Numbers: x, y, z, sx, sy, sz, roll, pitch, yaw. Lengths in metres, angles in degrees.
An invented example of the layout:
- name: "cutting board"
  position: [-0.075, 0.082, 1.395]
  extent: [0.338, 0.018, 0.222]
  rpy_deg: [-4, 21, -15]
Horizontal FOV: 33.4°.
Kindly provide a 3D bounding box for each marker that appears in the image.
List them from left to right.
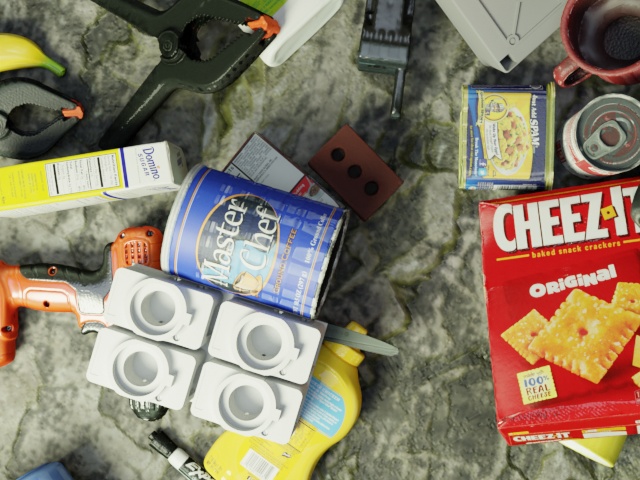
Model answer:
- name: "marker"
  position: [-0.117, 0.224, 1.018]
  extent: [0.121, 0.020, 0.020]
  rpy_deg: [41, 92, 3]

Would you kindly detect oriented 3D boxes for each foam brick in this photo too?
- name: "foam brick"
  position: [0.033, -0.063, 0.996]
  extent: [0.053, 0.051, 0.078]
  rpy_deg: [-45, 87, 1]

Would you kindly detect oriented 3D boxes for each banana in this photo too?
- name: "banana"
  position: [-0.348, -0.149, 1.026]
  extent: [0.198, 0.037, 0.069]
  rpy_deg: [-26, 88, 3]

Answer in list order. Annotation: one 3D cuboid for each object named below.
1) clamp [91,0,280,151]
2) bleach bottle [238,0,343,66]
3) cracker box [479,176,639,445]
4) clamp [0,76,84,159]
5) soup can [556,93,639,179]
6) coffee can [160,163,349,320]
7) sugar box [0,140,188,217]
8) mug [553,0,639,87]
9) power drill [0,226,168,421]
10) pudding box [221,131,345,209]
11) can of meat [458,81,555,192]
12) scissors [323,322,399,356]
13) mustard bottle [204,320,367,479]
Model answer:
- name: "clamp"
  position: [-0.134, -0.167, 0.986]
  extent: [0.210, 0.036, 0.164]
  rpy_deg: [-1, 93, 26]
- name: "bleach bottle"
  position: [-0.095, -0.288, 1.002]
  extent: [0.102, 0.068, 0.251]
  rpy_deg: [-43, 85, 3]
- name: "cracker box"
  position: [0.228, 0.059, 0.920]
  extent: [0.164, 0.072, 0.213]
  rpy_deg: [-8, 65, 16]
- name: "clamp"
  position: [-0.314, -0.120, 1.008]
  extent: [0.171, 0.039, 0.120]
  rpy_deg: [-19, 117, -7]
- name: "soup can"
  position: [0.253, -0.091, 0.959]
  extent: [0.068, 0.102, 0.068]
  rpy_deg: [0, 89, 3]
- name: "coffee can"
  position: [-0.056, 0.001, 0.937]
  extent: [0.140, 0.103, 0.103]
  rpy_deg: [17, 90, 6]
- name: "sugar box"
  position: [-0.216, -0.056, 0.990]
  extent: [0.176, 0.093, 0.048]
  rpy_deg: [-11, 89, 2]
- name: "mug"
  position: [0.260, -0.177, 0.950]
  extent: [0.117, 0.081, 0.093]
  rpy_deg: [-41, 71, 18]
- name: "power drill"
  position: [-0.232, 0.083, 1.009]
  extent: [0.187, 0.057, 0.184]
  rpy_deg: [-3, 89, 1]
- name: "pudding box"
  position: [-0.047, -0.034, 1.008]
  extent: [0.113, 0.039, 0.090]
  rpy_deg: [41, 93, 5]
- name: "can of meat"
  position: [0.171, -0.095, 0.987]
  extent: [0.084, 0.057, 0.102]
  rpy_deg: [1, 89, 5]
- name: "scissors"
  position: [-0.035, 0.090, 0.978]
  extent: [0.202, 0.016, 0.096]
  rpy_deg: [30, 81, 25]
- name: "mustard bottle"
  position: [-0.018, 0.157, 0.994]
  extent: [0.096, 0.058, 0.191]
  rpy_deg: [35, 92, 8]
